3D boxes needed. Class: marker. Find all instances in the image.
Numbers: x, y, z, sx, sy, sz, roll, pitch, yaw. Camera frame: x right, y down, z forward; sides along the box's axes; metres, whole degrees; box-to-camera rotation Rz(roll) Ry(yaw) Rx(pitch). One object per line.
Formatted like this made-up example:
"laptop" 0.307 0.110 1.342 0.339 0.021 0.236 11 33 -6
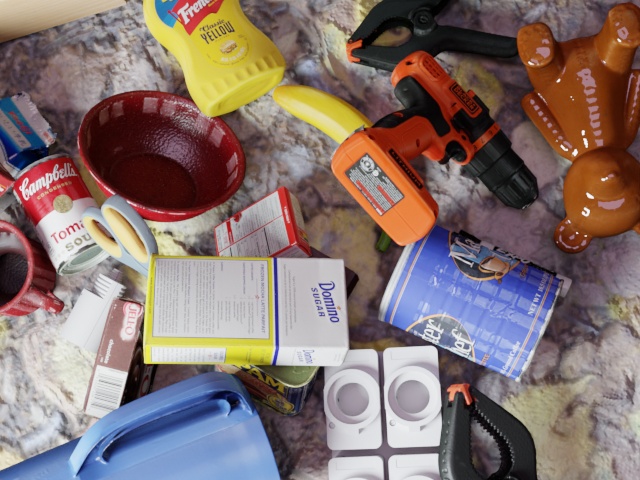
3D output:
"marker" 0.180 0.021 1.017 0.121 0.020 0.020 25 85 10

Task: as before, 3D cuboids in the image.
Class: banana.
"banana" 0.031 -0.087 1.042 0.069 0.037 0.198 -34 79 -1

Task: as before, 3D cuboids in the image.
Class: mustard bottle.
"mustard bottle" -0.122 -0.222 1.068 0.096 0.058 0.192 -30 77 -16

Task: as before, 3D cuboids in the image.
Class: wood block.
"wood block" -0.314 -0.266 1.083 0.206 0.091 0.090 -16 79 4

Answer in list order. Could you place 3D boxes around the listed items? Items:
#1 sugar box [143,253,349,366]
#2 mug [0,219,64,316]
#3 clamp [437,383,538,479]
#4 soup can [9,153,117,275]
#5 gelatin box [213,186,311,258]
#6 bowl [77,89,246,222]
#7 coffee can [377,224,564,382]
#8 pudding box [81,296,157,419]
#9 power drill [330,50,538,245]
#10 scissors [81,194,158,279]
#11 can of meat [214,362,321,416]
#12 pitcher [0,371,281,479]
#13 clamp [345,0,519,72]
"sugar box" -0.065 0.062 0.942 0.176 0.048 0.093 4 59 -9
"mug" -0.299 0.036 1.038 0.117 0.081 0.093 28 85 10
"clamp" 0.170 0.223 0.946 0.164 0.036 0.210 -14 85 -21
"soup can" -0.251 -0.025 1.049 0.068 0.068 0.102 -31 80 1
"gelatin box" -0.057 0.001 1.017 0.089 0.030 0.073 -30 48 19
"bowl" -0.156 -0.071 1.029 0.162 0.055 0.162 12 47 -13
"coffee can" 0.136 0.054 0.975 0.140 0.103 0.103 24 84 9
"pudding box" -0.181 0.113 1.009 0.039 0.090 0.113 15 84 10
"power drill" 0.106 -0.071 0.967 0.184 0.187 0.057 47 131 0
"scissors" -0.163 0.036 1.012 0.096 0.201 0.016 12 48 39
"can of meat" -0.050 0.111 0.990 0.102 0.084 0.057 28 60 10
"pitcher" -0.162 0.208 0.926 0.242 0.145 0.149 -18 91 -17
"clamp" 0.105 -0.222 1.056 0.171 0.039 0.120 -10 69 2
